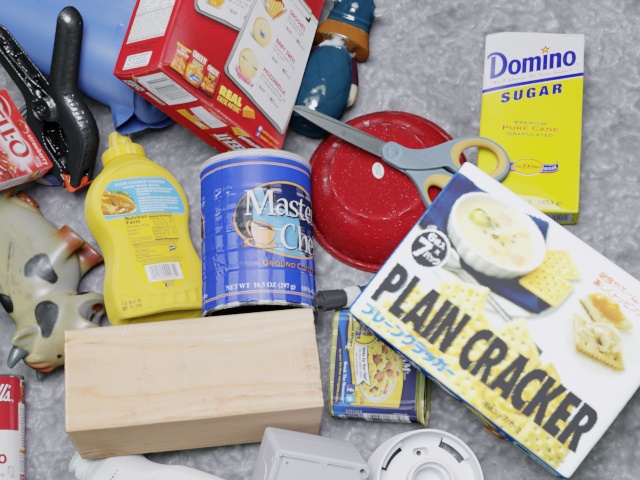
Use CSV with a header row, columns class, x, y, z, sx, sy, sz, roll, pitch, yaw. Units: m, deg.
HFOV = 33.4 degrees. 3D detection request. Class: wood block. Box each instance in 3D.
class,x,y,z,sx,sy,sz,roll,pitch,yaw
wood block,-0.106,0.122,0.906,0.206,0.091,0.090,-5,65,-5

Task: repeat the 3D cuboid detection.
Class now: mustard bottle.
class,x,y,z,sx,sy,sz,roll,pitch,yaw
mustard bottle,-0.167,-0.016,0.989,0.096,0.058,0.192,-6,68,-29

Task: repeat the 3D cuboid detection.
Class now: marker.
class,x,y,z,sx,sy,sz,roll,pitch,yaw
marker,0.048,0.046,0.935,0.120,0.020,0.020,-7,69,-28

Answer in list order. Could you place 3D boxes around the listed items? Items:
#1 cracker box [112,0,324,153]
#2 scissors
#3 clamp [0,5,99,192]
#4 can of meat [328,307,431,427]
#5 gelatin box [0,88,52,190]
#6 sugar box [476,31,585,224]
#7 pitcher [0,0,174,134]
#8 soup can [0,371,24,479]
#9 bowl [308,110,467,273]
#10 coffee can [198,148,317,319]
class,x,y,z,sx,sy,sz,roll,pitch,yaw
cracker box,-0.082,-0.202,0.956,0.072,0.164,0.213,-2,66,39
scissors,0.081,-0.086,0.938,0.202,0.016,0.096,41,81,6
clamp,-0.254,-0.131,0.988,0.120,0.039,0.171,11,115,38
can of meat,0.053,0.108,0.929,0.084,0.057,0.102,1,73,12
gelatin box,-0.298,-0.090,0.970,0.030,0.073,0.089,-36,84,40
sugar box,0.192,-0.104,0.975,0.093,0.048,0.176,2,75,10
pitcher,-0.229,-0.220,1.038,0.243,0.145,0.149,24,38,18
soup can,-0.301,0.174,0.959,0.068,0.068,0.102,-7,73,7
bowl,0.058,-0.054,0.977,0.162,0.055,0.162,-3,73,9
coffee can,-0.056,0.001,0.953,0.103,0.103,0.140,-5,73,7
